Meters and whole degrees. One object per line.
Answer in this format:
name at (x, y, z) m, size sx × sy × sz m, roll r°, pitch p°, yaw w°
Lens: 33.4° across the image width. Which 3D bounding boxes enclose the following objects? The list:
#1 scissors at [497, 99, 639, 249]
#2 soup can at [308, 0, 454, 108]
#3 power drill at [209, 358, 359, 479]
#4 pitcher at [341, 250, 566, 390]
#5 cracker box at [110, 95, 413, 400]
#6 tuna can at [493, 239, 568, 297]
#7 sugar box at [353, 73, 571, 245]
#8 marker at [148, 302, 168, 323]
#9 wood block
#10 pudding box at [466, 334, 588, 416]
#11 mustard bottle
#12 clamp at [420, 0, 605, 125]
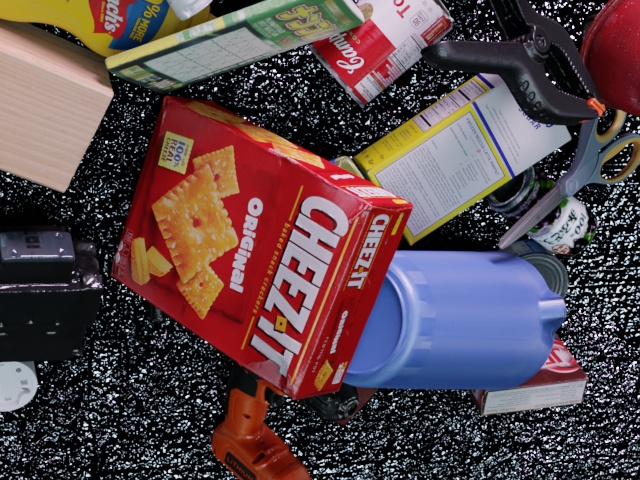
scissors at (0.227, -0.070, 0.970) m, size 0.201 × 0.016 × 0.096 m, roll -24°, pitch 114°, yaw -32°
soup can at (0.050, -0.166, 0.868) m, size 0.102 × 0.068 × 0.068 m, roll -41°, pitch 123°, yaw 8°
power drill at (-0.041, 0.152, 0.976) m, size 0.057 × 0.185 × 0.188 m, roll -23°, pitch 134°, yaw -36°
pitcher at (0.090, 0.071, 0.935) m, size 0.242 × 0.145 × 0.149 m, roll 7°, pitch 121°, yaw -54°
cracker box at (-0.055, 0.001, 0.839) m, size 0.072 × 0.214 × 0.164 m, roll -3°, pitch 118°, yaw -55°
tuna can at (0.200, 0.042, 1.060) m, size 0.086 × 0.034 × 0.086 m, roll -8°, pitch 121°, yaw -13°
sugar box at (0.128, -0.083, 0.957) m, size 0.176 × 0.048 × 0.093 m, roll -34°, pitch 122°, yaw 0°
marker at (-0.147, 0.022, 0.949) m, size 0.020 × 0.020 × 0.121 m, roll -7°, pitch 122°, yaw -14°
wood block at (-0.268, -0.125, 0.782) m, size 0.205 × 0.090 × 0.091 m, roll 21°, pitch 111°, yaw -26°
pudding box at (0.199, 0.130, 1.079) m, size 0.113 × 0.090 × 0.039 m, roll -7°, pitch 122°, yaw -13°
mustard bottle at (-0.159, -0.188, 0.797) m, size 0.191 × 0.058 × 0.096 m, roll 18°, pitch 105°, yaw -26°
clamp at (0.164, -0.168, 0.874) m, size 0.209 × 0.164 × 0.036 m, roll 28°, pitch 150°, yaw -35°
